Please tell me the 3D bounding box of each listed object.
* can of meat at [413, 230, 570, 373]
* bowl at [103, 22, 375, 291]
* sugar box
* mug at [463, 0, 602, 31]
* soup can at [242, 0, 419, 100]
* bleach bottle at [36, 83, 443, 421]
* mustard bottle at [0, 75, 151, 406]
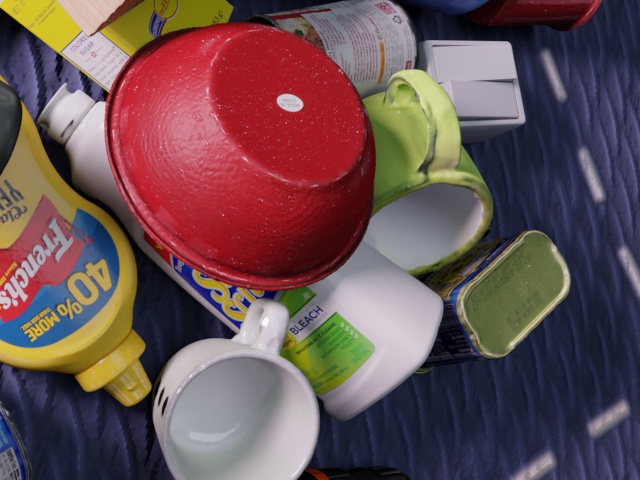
[{"bbox_3d":[0.103,0.039,0.704,0.102,0.084,0.057,-39,101,-32],"label":"can of meat"},{"bbox_3d":[-0.028,-0.057,0.562,0.161,0.055,0.162,14,60,-25],"label":"bowl"},{"bbox_3d":[-0.136,-0.153,0.601,0.176,0.048,0.093,40,42,-26],"label":"sugar box"},{"bbox_3d":[0.149,-0.210,0.776,0.081,0.093,0.117,-9,108,-28],"label":"mug"},{"bbox_3d":[0.004,-0.117,0.685,0.102,0.069,0.068,-18,90,-34],"label":"soup can"},{"bbox_3d":[-0.054,0.001,0.619,0.250,0.103,0.068,36,44,-11],"label":"bleach bottle"},{"bbox_3d":[-0.154,0.011,0.564,0.096,0.058,0.191,-40,103,-16],"label":"mustard bottle"}]
